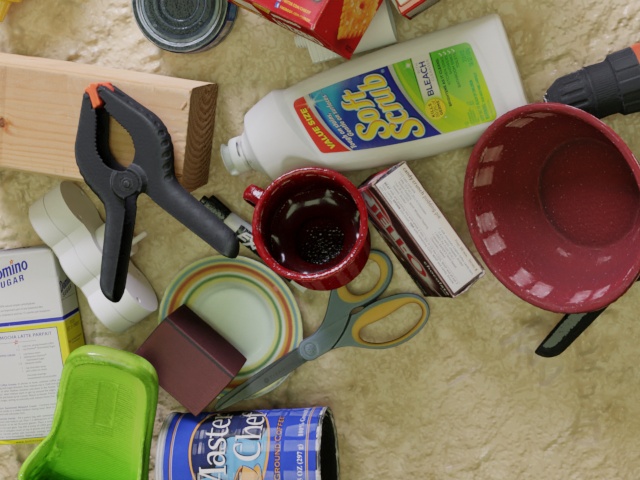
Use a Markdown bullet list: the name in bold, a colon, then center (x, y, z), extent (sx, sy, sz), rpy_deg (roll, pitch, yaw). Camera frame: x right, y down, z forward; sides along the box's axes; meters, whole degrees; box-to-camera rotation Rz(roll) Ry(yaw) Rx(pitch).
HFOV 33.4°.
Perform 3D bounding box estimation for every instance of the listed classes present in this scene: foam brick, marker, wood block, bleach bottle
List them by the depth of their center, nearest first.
- **bleach bottle**: center (0.040, -0.098, 0.872), extent (0.251, 0.068, 0.102), rpy_deg (-18, 95, 14)
- **wood block**: center (-0.200, -0.101, 0.897), extent (0.206, 0.090, 0.091), rpy_deg (10, 102, 7)
- **foam brick**: center (-0.111, 0.102, 0.915), extent (0.078, 0.053, 0.051), rpy_deg (41, 104, 1)
- **marker**: center (-0.056, 0.001, 0.927), extent (0.121, 0.020, 0.020), rpy_deg (38, 104, 1)

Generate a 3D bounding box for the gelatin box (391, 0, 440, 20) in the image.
- **gelatin box**: center (0.089, -0.205, 0.830), extent (0.073, 0.089, 0.030), rpy_deg (-32, 93, 13)

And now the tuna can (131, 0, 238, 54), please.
- **tuna can**: center (-0.114, -0.199, 0.893), extent (0.086, 0.033, 0.086), rpy_deg (2, 100, 9)

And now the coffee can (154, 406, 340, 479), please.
- **coffee can**: center (-0.060, 0.197, 0.919), extent (0.140, 0.102, 0.103), rpy_deg (-4, 99, 10)

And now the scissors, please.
- **scissors**: center (-0.007, 0.072, 0.915), extent (0.201, 0.016, 0.096), rpy_deg (-17, 90, 0)

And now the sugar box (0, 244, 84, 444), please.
- **sugar box**: center (-0.263, 0.094, 0.965), extent (0.093, 0.048, 0.176), rpy_deg (-5, 96, 10)

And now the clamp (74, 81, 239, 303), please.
- **clamp**: center (-0.150, -0.037, 0.834), extent (0.120, 0.039, 0.171), rpy_deg (-29, 89, 10)

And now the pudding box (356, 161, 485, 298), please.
- **pudding box**: center (0.077, -0.007, 0.865), extent (0.039, 0.090, 0.113), rpy_deg (-39, 94, -7)

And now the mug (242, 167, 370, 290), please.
- **mug**: center (-0.013, -0.010, 0.877), extent (0.117, 0.081, 0.093), rpy_deg (28, 83, 14)

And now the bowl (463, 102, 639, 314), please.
- **bowl**: center (0.189, -0.029, 0.808), extent (0.162, 0.055, 0.162), rpy_deg (19, 118, 40)
